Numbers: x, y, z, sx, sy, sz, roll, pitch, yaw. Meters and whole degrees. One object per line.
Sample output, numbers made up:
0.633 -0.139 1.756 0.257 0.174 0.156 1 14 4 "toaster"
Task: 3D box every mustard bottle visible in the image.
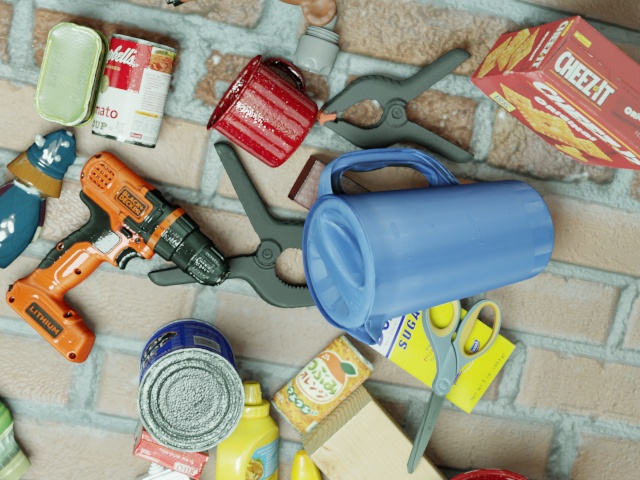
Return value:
-0.077 0.243 1.123 0.058 0.096 0.192 6 97 23 "mustard bottle"

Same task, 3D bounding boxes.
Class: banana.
0.021 0.316 1.173 0.070 0.037 0.198 -41 99 9 "banana"

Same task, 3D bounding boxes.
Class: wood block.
0.081 0.263 1.151 0.091 0.090 0.206 -42 100 -2 "wood block"

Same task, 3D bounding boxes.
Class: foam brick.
0.013 -0.047 1.119 0.078 0.053 0.051 30 92 -11 "foam brick"

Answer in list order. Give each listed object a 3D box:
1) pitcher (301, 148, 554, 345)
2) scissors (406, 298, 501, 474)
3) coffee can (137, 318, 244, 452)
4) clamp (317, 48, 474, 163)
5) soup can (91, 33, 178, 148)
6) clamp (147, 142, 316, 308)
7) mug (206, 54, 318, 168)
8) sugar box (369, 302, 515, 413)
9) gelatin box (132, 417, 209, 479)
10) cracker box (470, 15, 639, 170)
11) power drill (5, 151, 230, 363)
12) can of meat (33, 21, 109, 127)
0.110 -0.005 1.075 0.242 0.145 0.149 -10 126 -29 "pitcher"
0.116 0.133 1.114 0.096 0.016 0.201 40 75 -7 "scissors"
-0.133 0.143 1.078 0.102 0.140 0.103 -1 98 -8 "coffee can"
0.084 -0.146 1.124 0.171 0.039 0.120 3 95 -9 "clamp"
-0.187 -0.149 1.070 0.068 0.068 0.102 13 95 -10 "soup can"
-0.057 0.001 1.124 0.210 0.036 0.164 20 95 -7 "clamp"
-0.052 -0.136 1.088 0.081 0.093 0.117 35 55 -16 "mug"
0.113 0.100 1.156 0.176 0.048 0.093 34 89 -13 "sugar box"
-0.156 0.212 1.109 0.073 0.089 0.030 24 93 -11 "gelatin box"
0.257 -0.140 1.060 0.164 0.214 0.072 35 91 -11 "cracker box"
-0.209 0.031 1.079 0.184 0.057 0.187 41 90 6 "power drill"
-0.245 -0.163 1.051 0.057 0.084 0.102 13 96 -10 "can of meat"
